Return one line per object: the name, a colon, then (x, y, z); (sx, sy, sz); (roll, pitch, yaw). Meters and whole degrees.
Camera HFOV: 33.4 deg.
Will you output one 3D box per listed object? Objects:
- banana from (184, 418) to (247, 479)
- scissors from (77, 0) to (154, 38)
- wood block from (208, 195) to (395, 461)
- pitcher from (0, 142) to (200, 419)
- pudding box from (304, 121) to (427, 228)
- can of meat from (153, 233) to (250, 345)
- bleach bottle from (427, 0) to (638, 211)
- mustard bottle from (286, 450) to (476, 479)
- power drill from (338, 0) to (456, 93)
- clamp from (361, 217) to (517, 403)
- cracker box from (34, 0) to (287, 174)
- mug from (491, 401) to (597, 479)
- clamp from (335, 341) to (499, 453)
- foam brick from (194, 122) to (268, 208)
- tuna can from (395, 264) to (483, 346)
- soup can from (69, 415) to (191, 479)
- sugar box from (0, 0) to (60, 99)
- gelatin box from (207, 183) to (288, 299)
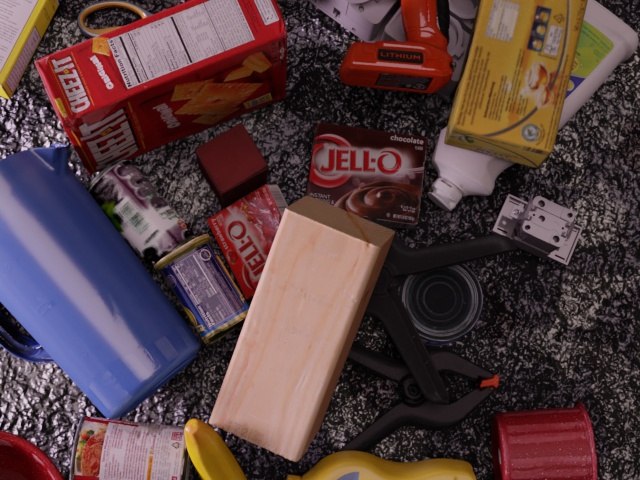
banana: (-0.073, 0.238, 0.958); (0.037, 0.070, 0.198); (-28, 101, -14)
scissors: (-0.145, -0.198, 1.072); (0.201, 0.016, 0.096); (5, 81, -3)
wood block: (-0.015, 0.076, 0.949); (0.090, 0.090, 0.206); (22, 103, 8)
pitcher: (-0.231, 0.046, 0.974); (0.144, 0.149, 0.243); (-39, 87, -25)
pudding box: (0.044, -0.062, 1.047); (0.113, 0.039, 0.090); (8, 78, -2)
can of meat: (-0.105, 0.048, 0.986); (0.057, 0.102, 0.084); (-32, 86, -6)
bleach bottle: (0.200, -0.128, 1.058); (0.102, 0.068, 0.250); (38, 82, 5)
mustard bottle: (0.042, 0.242, 0.978); (0.191, 0.058, 0.096); (6, 103, -1)
power drill: (0.062, -0.239, 1.008); (0.184, 0.057, 0.187); (6, 79, -3)
clamp: (0.062, 0.048, 0.997); (0.210, 0.036, 0.164); (19, 93, 24)
cracker box: (-0.137, -0.146, 0.988); (0.213, 0.164, 0.072); (-23, 80, -8)
mug: (0.204, 0.208, 0.990); (0.081, 0.093, 0.117); (-3, 116, 0)
clamp: (0.082, 0.153, 1.011); (0.171, 0.039, 0.120); (2, 86, 4)
foam brick: (-0.085, -0.070, 1.021); (0.053, 0.078, 0.051); (-30, 84, -8)
tuna can: (0.113, 0.058, 1.031); (0.086, 0.034, 0.086); (1, 79, -3)
soup can: (-0.170, 0.199, 0.971); (0.102, 0.068, 0.068); (7, 79, -3)
sugar box: (-0.312, -0.238, 1.055); (0.093, 0.048, 0.176); (24, 75, 1)
gelatin box: (-0.057, 0.001, 1.018); (0.073, 0.030, 0.089); (-30, 81, 21)
